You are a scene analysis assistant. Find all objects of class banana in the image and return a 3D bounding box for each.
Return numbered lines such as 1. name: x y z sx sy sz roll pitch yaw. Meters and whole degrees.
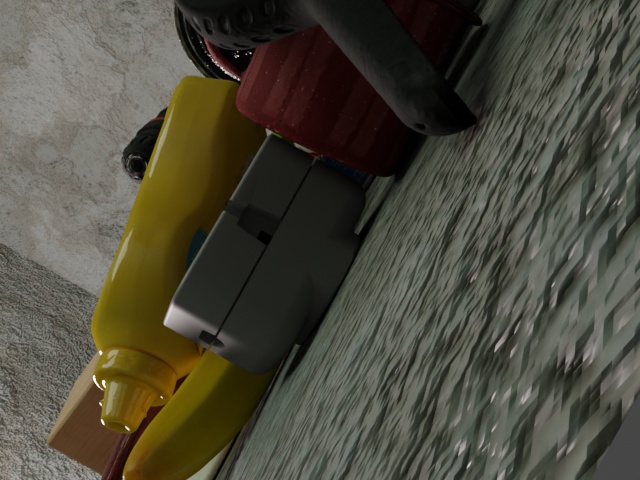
1. banana: -0.042 0.042 0.530 0.037 0.069 0.197 -3 56 38

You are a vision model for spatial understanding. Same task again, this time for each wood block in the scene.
1. wood block: -0.127 0.098 0.875 0.206 0.090 0.090 -51 14 28

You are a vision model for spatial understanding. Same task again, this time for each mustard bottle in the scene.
1. mustard bottle: -0.077 0.012 0.569 0.096 0.058 0.191 88 -166 -58

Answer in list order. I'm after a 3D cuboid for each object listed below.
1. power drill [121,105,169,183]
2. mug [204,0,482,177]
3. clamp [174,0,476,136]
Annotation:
1. power drill: -0.082 -0.058 0.990 0.057 0.187 0.184 -58 2 22
2. mug: 0.002 -0.085 0.477 0.093 0.117 0.081 -80 15 -81
3. clamp: 0.013 -0.119 0.395 0.210 0.036 0.164 18 69 48
